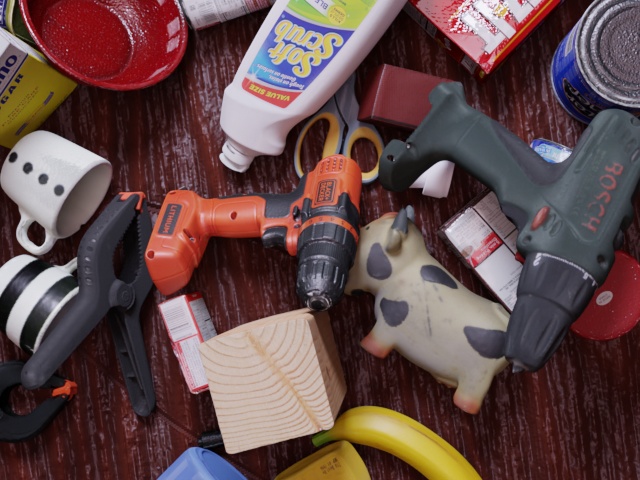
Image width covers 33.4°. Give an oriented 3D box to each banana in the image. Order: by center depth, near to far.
[{"bbox_3d":[0.092,0.207,1.000,0.198,0.037,0.070,29,121,7],"label":"banana"}]

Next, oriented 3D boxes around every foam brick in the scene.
[{"bbox_3d":[0.080,-0.127,0.982,0.078,0.053,0.051,11,91,-15],"label":"foam brick"}]

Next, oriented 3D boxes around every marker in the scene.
[{"bbox_3d":[-0.058,0.181,1.018,0.121,0.020,0.020,-13,89,5],"label":"marker"}]

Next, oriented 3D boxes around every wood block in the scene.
[{"bbox_3d":[-0.034,0.112,0.923,0.090,0.206,0.091,-15,88,4],"label":"wood block"}]

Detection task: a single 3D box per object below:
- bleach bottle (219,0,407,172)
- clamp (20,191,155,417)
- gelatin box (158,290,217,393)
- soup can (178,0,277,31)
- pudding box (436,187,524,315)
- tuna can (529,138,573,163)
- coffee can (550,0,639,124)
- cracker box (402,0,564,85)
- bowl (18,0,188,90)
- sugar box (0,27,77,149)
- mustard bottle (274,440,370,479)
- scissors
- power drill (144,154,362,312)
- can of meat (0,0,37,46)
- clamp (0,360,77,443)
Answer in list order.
[{"bbox_3d":[-0.012,-0.163,0.965,0.102,0.068,0.251,38,114,7],"label":"bleach bottle"},{"bbox_3d":[-0.189,0.059,0.994,0.036,0.164,0.210,0,67,31],"label":"clamp"},{"bbox_3d":[-0.117,0.094,0.996,0.030,0.073,0.089,-21,89,5],"label":"gelatin box"},{"bbox_3d":[-0.082,-0.243,0.998,0.102,0.068,0.068,-18,88,5],"label":"soup can"},{"bbox_3d":[0.178,0.004,0.991,0.090,0.039,0.113,-41,90,1],"label":"pudding box"},{"bbox_3d":[0.222,-0.058,0.964,0.086,0.086,0.034,29,90,4],"label":"tuna can"},{"bbox_3d":[0.263,-0.158,0.933,0.103,0.140,0.103,0,90,4],"label":"coffee can"},{"bbox_3d":[0.131,-0.277,0.979,0.214,0.072,0.164,44,94,3],"label":"cracker box"},{"bbox_3d":[-0.207,-0.201,0.991,0.161,0.055,0.162,13,63,-27],"label":"bowl"},{"bbox_3d":[-0.288,-0.136,0.959,0.048,0.176,0.093,42,92,3],"label":"sugar box"},{"bbox_3d":[0.037,0.286,0.986,0.096,0.058,0.191,-34,89,24],"label":"mustard bottle"},{"bbox_3d":[0.039,-0.141,1.013,0.096,0.016,0.202,24,92,3],"label":"scissors"},{"bbox_3d":[-0.056,0.001,0.947,0.188,0.184,0.057,-6,128,14],"label":"power drill"},{"bbox_3d":[-0.306,-0.220,1.000,0.084,0.102,0.057,11,91,6],"label":"can of meat"},{"bbox_3d":[-0.321,0.171,1.029,0.171,0.039,0.120,-4,91,4],"label":"clamp"}]
